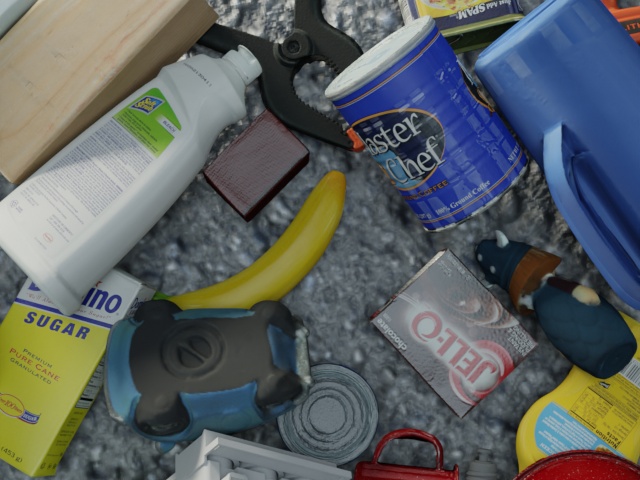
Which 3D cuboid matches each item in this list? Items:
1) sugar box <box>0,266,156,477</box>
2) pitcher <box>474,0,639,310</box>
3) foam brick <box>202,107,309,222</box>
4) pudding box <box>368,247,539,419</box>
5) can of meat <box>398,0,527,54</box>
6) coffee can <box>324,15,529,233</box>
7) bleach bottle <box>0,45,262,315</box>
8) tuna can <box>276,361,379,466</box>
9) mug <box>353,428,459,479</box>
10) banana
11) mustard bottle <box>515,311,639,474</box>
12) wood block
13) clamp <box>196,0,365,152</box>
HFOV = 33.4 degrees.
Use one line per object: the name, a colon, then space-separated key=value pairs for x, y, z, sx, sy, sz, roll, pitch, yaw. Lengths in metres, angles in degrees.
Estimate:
sugar box: x=-0.219 y=0.093 z=0.870 sx=0.093 sy=0.048 sz=0.176 roll=27 pitch=87 yaw=13
pitcher: x=0.227 y=-0.070 z=0.829 sx=0.145 sy=0.149 sz=0.243 roll=-38 pitch=95 yaw=4
foam brick: x=-0.053 y=-0.061 z=0.889 sx=0.051 sy=0.053 sz=0.078 roll=44 pitch=84 yaw=3
pudding box: x=0.109 y=0.077 z=0.884 sx=0.090 sy=0.039 sz=0.113 roll=-43 pitch=86 yaw=-4
can of meat: x=0.115 y=-0.207 z=0.903 sx=0.102 sy=0.057 sz=0.084 roll=-14 pitch=82 yaw=-3
coffee can: x=0.085 y=-0.092 z=0.850 sx=0.103 sy=0.103 sz=0.140 roll=-39 pitch=104 yaw=-4
bleach bottle: x=-0.141 y=-0.061 z=0.849 sx=0.250 sy=0.068 sz=0.103 roll=-43 pitch=70 yaw=-12
tuna can: x=0.006 y=0.143 z=0.879 sx=0.086 sy=0.034 sz=0.086 roll=0 pitch=84 yaw=-1
mug: x=0.066 y=0.208 z=0.845 sx=0.081 sy=0.093 sz=0.117 roll=6 pitch=90 yaw=5
banana: x=-0.049 y=0.019 z=0.889 sx=0.197 sy=0.037 sz=0.069 roll=-32 pitch=86 yaw=-3
mustard bottle: x=0.216 y=0.157 z=0.866 sx=0.096 sy=0.058 sz=0.191 roll=38 pitch=85 yaw=12
wood block: x=-0.191 y=-0.147 z=0.862 sx=0.206 sy=0.090 sz=0.090 roll=-45 pitch=85 yaw=5
clamp: x=-0.017 y=-0.170 z=0.906 sx=0.164 sy=0.036 sz=0.210 roll=-42 pitch=86 yaw=3
